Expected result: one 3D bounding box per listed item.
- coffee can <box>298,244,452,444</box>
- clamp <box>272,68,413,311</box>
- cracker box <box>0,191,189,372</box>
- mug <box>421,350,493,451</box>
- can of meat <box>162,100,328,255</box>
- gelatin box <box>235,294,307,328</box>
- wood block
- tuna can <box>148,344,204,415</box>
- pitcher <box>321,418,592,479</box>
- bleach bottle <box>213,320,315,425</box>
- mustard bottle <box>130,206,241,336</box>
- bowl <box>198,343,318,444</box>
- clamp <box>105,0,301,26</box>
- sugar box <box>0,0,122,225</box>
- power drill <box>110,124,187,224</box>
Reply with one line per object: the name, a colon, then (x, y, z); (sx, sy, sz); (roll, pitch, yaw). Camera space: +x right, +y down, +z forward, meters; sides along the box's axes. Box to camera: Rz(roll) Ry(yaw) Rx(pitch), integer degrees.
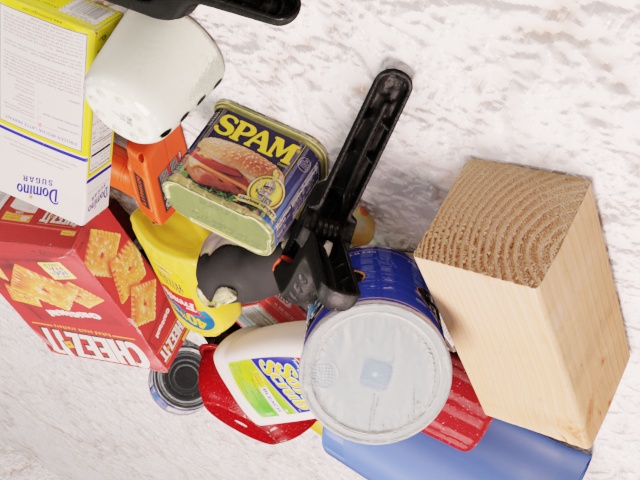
coffee can: (0.039, 0.071, 0.776); (0.102, 0.103, 0.140); (36, -166, -8)
clamp: (0.003, 0.000, 0.728); (0.036, 0.164, 0.210); (20, 151, -9)
cracker box: (-0.250, 0.043, 1.082); (0.164, 0.072, 0.213); (6, 144, 28)
mug: (0.116, 0.125, 0.943); (0.081, 0.093, 0.117); (27, 118, 1)
can of meat: (-0.058, -0.047, 0.819); (0.102, 0.084, 0.057); (25, 154, 15)
gelatin box: (-0.050, 0.080, 1.099); (0.073, 0.030, 0.089); (43, 153, -18)
wood block: (0.149, 0.048, 0.750); (0.091, 0.090, 0.206); (14, 150, 34)
tuna can: (-0.171, 0.174, 1.340); (0.086, 0.086, 0.034); (34, 153, -5)
pitcher: (0.130, 0.214, 1.040); (0.243, 0.144, 0.149); (27, 140, 20)
bleach bottle: (-0.005, 0.112, 0.979); (0.102, 0.068, 0.251); (59, 148, -4)
mustard bottle: (-0.122, 0.040, 1.039); (0.096, 0.058, 0.191); (33, 157, 26)
bowl: (-0.076, 0.177, 1.169); (0.162, 0.055, 0.162); (25, 159, 10)
clamp: (-0.101, -0.183, 0.678); (0.172, 0.039, 0.120); (8, 144, 41)
sugar box: (-0.210, -0.107, 0.844); (0.093, 0.048, 0.176); (23, 128, 15)
power drill: (-0.207, -0.099, 0.930); (0.188, 0.057, 0.184); (24, 151, 20)
